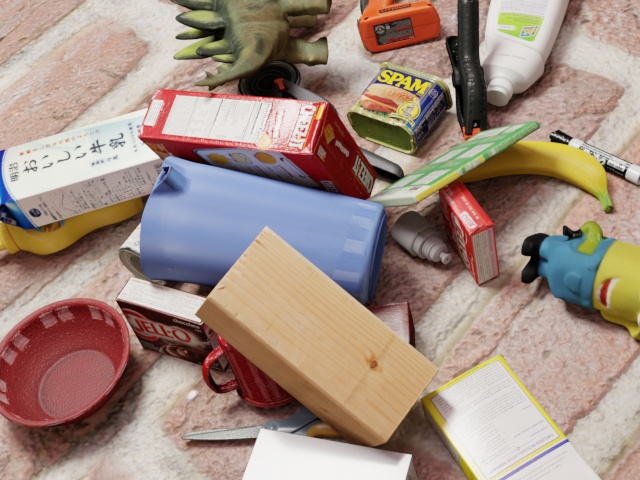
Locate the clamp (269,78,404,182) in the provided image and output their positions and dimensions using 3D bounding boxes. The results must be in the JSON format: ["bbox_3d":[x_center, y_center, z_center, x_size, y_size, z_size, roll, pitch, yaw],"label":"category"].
[{"bbox_3d":[-0.002,-0.115,1.279,0.164,0.036,0.210,-18,60,0],"label":"clamp"}]

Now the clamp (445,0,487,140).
[{"bbox_3d":[0.175,-0.198,1.280,0.039,0.120,0.171,-2,82,3],"label":"clamp"}]

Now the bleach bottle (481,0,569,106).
[{"bbox_3d":[0.247,-0.270,1.334,0.103,0.068,0.250,9,57,24],"label":"bleach bottle"}]

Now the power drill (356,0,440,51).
[{"bbox_3d":[0.113,-0.342,1.437,0.184,0.057,0.187,-14,46,10],"label":"power drill"}]

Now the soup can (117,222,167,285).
[{"bbox_3d":[-0.178,-0.004,1.236,0.069,0.068,0.102,20,60,29],"label":"soup can"}]

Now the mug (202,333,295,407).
[{"bbox_3d":[-0.067,0.114,1.086,0.117,0.081,0.093,-26,39,-7],"label":"mug"}]

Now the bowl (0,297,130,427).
[{"bbox_3d":[-0.273,0.142,1.151,0.162,0.055,0.162,-8,50,10],"label":"bowl"}]

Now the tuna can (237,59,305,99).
[{"bbox_3d":[-0.064,-0.195,1.381,0.086,0.033,0.086,-8,50,10],"label":"tuna can"}]

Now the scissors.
[{"bbox_3d":[-0.035,0.177,1.079,0.202,0.016,0.096,7,52,21],"label":"scissors"}]

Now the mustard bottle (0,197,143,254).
[{"bbox_3d":[-0.320,-0.035,1.308,0.191,0.058,0.096,-27,55,-7],"label":"mustard bottle"}]

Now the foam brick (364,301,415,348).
[{"bbox_3d":[0.057,0.102,1.090,0.078,0.053,0.051,-8,50,9],"label":"foam brick"}]

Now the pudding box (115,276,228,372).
[{"bbox_3d":[-0.153,0.089,1.137,0.114,0.090,0.039,12,55,24],"label":"pudding box"}]

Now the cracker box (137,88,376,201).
[{"bbox_3d":[-0.065,-0.095,1.169,0.214,0.164,0.072,8,70,25],"label":"cracker box"}]

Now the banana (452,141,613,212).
[{"bbox_3d":[0.236,-0.082,1.198,0.198,0.037,0.069,11,55,24],"label":"banana"}]

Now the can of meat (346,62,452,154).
[{"bbox_3d":[0.094,-0.159,1.291,0.102,0.057,0.083,23,64,31],"label":"can of meat"}]

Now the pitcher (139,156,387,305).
[{"bbox_3d":[-0.057,0.001,1.124,0.243,0.149,0.145,10,99,9],"label":"pitcher"}]

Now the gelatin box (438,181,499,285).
[{"bbox_3d":[0.157,-0.008,1.125,0.030,0.089,0.073,-25,49,-5],"label":"gelatin box"}]

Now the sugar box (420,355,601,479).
[{"bbox_3d":[0.177,0.196,0.982,0.093,0.048,0.176,-28,53,-8],"label":"sugar box"}]

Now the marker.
[{"bbox_3d":[0.309,-0.095,1.199,0.121,0.020,0.020,32,66,34],"label":"marker"}]

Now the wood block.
[{"bbox_3d":[-0.006,0.094,0.997,0.206,0.090,0.090,40,70,-2],"label":"wood block"}]
